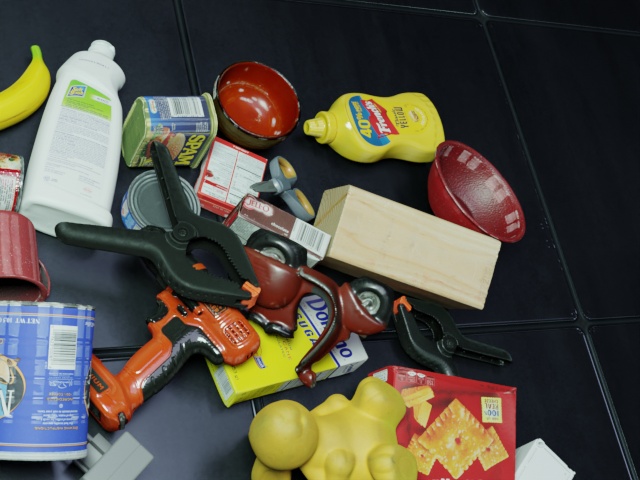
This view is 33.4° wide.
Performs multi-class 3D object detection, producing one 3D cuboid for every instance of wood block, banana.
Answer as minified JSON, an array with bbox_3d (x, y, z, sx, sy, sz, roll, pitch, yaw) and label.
[{"bbox_3d":[0.099,0.011,1.284,0.205,0.091,0.090,20,81,-18],"label":"wood block"},{"bbox_3d":[-0.366,-0.149,1.176,0.070,0.037,0.197,37,50,17],"label":"banana"}]

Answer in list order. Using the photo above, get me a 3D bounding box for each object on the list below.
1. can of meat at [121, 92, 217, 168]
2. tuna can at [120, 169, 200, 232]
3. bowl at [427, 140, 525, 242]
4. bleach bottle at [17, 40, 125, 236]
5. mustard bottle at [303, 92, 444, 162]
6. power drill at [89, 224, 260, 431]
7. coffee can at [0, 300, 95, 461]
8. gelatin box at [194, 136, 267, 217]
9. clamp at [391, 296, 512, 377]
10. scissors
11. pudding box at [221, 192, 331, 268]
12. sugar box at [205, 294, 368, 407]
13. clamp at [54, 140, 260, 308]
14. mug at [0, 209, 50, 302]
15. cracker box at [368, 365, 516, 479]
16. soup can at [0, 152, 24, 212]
[{"bbox_3d":[-0.175,-0.124,1.221,0.083,0.102,0.057,-4,66,-28],"label":"can of meat"},{"bbox_3d":[-0.182,-0.035,1.210,0.086,0.034,0.086,12,59,-22],"label":"tuna can"},{"bbox_3d":[0.191,-0.051,1.388,0.162,0.055,0.162,30,37,-26],"label":"bowl"},{"bbox_3d":[-0.262,-0.121,1.198,0.102,0.068,0.250,20,54,-19],"label":"bleach bottle"},{"bbox_3d":[0.065,-0.147,1.388,0.191,0.058,0.096,-4,64,-29],"label":"mustard bottle"},{"bbox_3d":[-0.182,0.091,1.102,0.187,0.057,0.184,-37,74,-23],"label":"power drill"},{"bbox_3d":[-0.265,0.129,0.992,0.102,0.103,0.140,5,82,-26],"label":"coffee can"},{"bbox_3d":[-0.109,-0.070,1.272,0.073,0.030,0.089,23,56,-17],"label":"gelatin box"},{"bbox_3d":[0.148,0.140,1.290,0.171,0.039,0.120,35,50,-7],"label":"clamp"},{"bbox_3d":[-0.041,-0.048,1.237,0.096,0.016,0.201,57,13,-12],"label":"scissors"},{"bbox_3d":[-0.058,0.001,1.222,0.113,0.090,0.039,29,56,-12],"label":"pudding box"},{"bbox_3d":[-0.041,0.118,1.194,0.175,0.048,0.093,-13,68,-31],"label":"sugar box"},{"bbox_3d":[-0.145,-0.009,1.111,0.210,0.036,0.164,31,55,4],"label":"clamp"},{"bbox_3d":[-0.318,0.026,1.079,0.117,0.093,0.081,28,42,-52],"label":"mug"},{"bbox_3d":[0.132,0.257,1.180,0.164,0.072,0.213,14,67,-21],"label":"cracker box"},{"bbox_3d":[-0.365,-0.062,1.105,0.102,0.069,0.068,7,61,-25],"label":"soup can"}]
